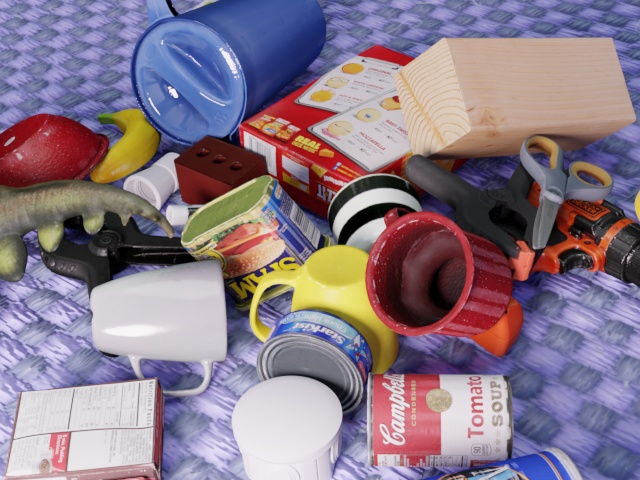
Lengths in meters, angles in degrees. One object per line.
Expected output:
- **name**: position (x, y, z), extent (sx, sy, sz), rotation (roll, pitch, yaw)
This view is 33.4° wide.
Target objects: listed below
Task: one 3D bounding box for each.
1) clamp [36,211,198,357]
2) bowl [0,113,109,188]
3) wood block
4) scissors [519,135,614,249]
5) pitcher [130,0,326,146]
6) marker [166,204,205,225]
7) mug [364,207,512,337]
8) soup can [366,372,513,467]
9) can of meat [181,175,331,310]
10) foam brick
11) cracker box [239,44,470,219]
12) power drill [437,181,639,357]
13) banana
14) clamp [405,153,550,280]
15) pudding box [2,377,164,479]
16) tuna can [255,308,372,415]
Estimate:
- **clamp**: position (-0.183, 0.010, 0.982), extent (0.164, 0.036, 0.210), rotation (-30, 48, -29)
- **bowl**: position (-0.287, -0.075, 1.037), extent (0.162, 0.055, 0.162), rotation (-25, 27, 14)
- **wood block**: position (0.186, -0.135, 1.013), extent (0.205, 0.090, 0.091), rotation (-7, 79, -31)
- **scissors**: position (0.211, -0.033, 0.896), extent (0.096, 0.016, 0.201), rotation (17, 31, -7)
- **pitcher**: position (-0.091, -0.211, 1.145), extent (0.145, 0.149, 0.242), rotation (27, 34, 11)
- **marker**: position (-0.085, -0.025, 1.004), extent (0.120, 0.020, 0.020), rotation (-3, 35, -26)
- **mug**: position (0.089, 0.022, 0.822), extent (0.081, 0.093, 0.117), rotation (16, 34, -52)
- **soup can**: position (0.086, 0.131, 0.776), extent (0.102, 0.068, 0.068), rotation (0, 39, 5)
- **can of meat**: position (-0.056, 0.001, 0.908), extent (0.102, 0.084, 0.057), rotation (-26, 30, 28)
- **foam brick**: position (-0.096, -0.060, 1.048), extent (0.078, 0.051, 0.052), rotation (22, 46, 30)
- **cracker box**: position (0.051, -0.106, 1.077), extent (0.164, 0.072, 0.213), rotation (28, 48, 33)
- **power drill**: position (0.197, 0.027, 0.905), extent (0.187, 0.057, 0.185), rotation (-25, 39, -27)
- **banana**: position (-0.198, -0.101, 1.105), extent (0.069, 0.037, 0.198), rotation (-21, 23, 0)
- **clamp**: position (0.136, -0.028, 0.902), extent (0.120, 0.039, 0.171), rotation (0, 31, 0)
- **pudding box**: position (-0.175, 0.151, 0.803), extent (0.113, 0.039, 0.090), rotation (-4, 38, -2)
- **tuna can**: position (-0.004, 0.094, 0.817), extent (0.086, 0.086, 0.033), rotation (9, 39, 17)
